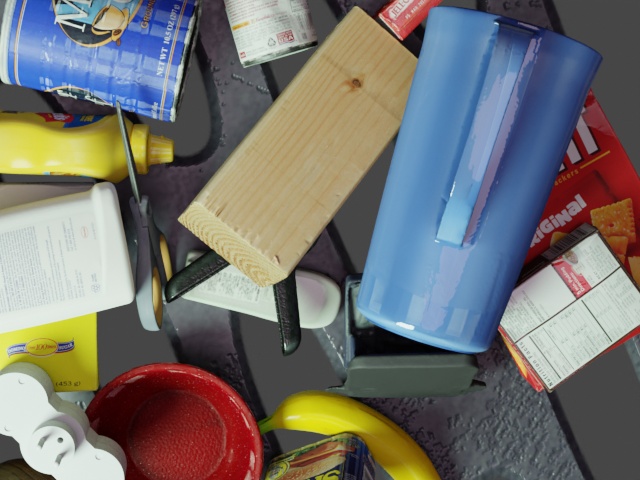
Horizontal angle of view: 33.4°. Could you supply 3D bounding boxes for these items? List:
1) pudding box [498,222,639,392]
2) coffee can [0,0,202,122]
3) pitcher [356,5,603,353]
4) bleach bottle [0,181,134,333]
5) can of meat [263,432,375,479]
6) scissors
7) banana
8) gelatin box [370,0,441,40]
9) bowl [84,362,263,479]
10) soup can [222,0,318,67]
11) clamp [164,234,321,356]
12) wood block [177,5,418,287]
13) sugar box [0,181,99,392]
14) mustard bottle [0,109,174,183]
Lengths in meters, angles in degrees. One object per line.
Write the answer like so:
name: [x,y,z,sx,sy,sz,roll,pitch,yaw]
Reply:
pudding box: [0.201,0.054,0.869,0.113,0.039,0.090,-36,97,5]
coffee can: [-0.174,-0.160,0.856,0.140,0.103,0.103,13,97,-6]
pitcher: [0.109,-0.044,0.790,0.149,0.145,0.243,14,95,-39]
bleach bottle: [-0.276,0.025,0.821,0.250,0.068,0.102,-10,89,-14]
can of meat: [-0.003,0.217,0.906,0.102,0.084,0.057,-21,109,15]
scissors: [-0.143,-0.006,0.847,0.016,0.096,0.202,-3,141,4]
banana: [0.040,0.183,0.955,0.197,0.037,0.070,28,114,-6]
gelatin box: [0.077,-0.198,0.873,0.073,0.089,0.030,-44,98,3]
bowl: [-0.128,0.180,0.928,0.162,0.055,0.162,0,96,0]
soup can: [-0.047,-0.200,0.876,0.068,0.068,0.102,-17,99,-1]
clamp: [-0.056,0.001,0.897,0.120,0.039,0.171,18,75,-12]
wood block: [-0.010,-0.072,0.852,0.091,0.090,0.206,40,73,-7]
sugar box: [-0.235,0.039,0.901,0.093,0.048,0.176,-2,98,-12]
mustard bottle: [-0.215,-0.078,0.868,0.191,0.096,0.058,3,98,-4]
